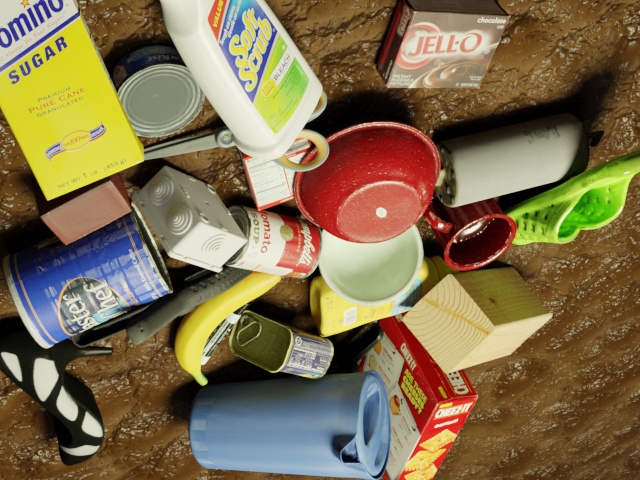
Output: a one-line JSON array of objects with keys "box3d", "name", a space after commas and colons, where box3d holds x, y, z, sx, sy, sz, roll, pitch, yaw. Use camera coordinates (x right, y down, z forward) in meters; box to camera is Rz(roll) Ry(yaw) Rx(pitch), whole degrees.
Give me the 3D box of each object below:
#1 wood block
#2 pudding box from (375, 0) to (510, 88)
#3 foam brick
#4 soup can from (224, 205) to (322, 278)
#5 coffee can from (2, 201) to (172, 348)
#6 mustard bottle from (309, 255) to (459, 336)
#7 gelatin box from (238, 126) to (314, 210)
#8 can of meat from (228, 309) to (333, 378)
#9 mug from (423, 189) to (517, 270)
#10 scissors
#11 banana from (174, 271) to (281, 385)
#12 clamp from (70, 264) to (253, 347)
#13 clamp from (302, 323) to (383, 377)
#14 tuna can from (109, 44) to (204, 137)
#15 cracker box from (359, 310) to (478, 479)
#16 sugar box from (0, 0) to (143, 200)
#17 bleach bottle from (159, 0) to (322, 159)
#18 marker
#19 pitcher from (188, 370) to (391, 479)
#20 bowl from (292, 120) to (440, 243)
[{"box3d": [0.205, 0.097, 1.362, 0.090, 0.091, 0.205, -47, 158, 23], "name": "wood block"}, {"box3d": [0.121, -0.198, 1.067, 0.113, 0.039, 0.090, -5, 137, -25], "name": "pudding box"}, {"box3d": [-0.232, -0.044, 1.038, 0.078, 0.053, 0.051, -27, 142, 3], "name": "foam brick"}, {"box3d": [-0.058, 0.001, 1.176, 0.102, 0.068, 0.069, 11, 129, -38], "name": "soup can"}, {"box3d": [-0.235, 0.035, 1.086, 0.140, 0.103, 0.103, -24, 142, -3], "name": "coffee can"}, {"box3d": [0.083, 0.058, 1.329, 0.191, 0.058, 0.096, -16, 143, -13], "name": "mustard bottle"}, {"box3d": [-0.043, -0.079, 1.121, 0.073, 0.030, 0.089, -20, 142, -5], "name": "gelatin box"}, {"box3d": [-0.047, 0.129, 1.306, 0.083, 0.102, 0.057, 20, 89, -47], "name": "can of meat"}, {"box3d": [0.163, -0.026, 1.256, 0.117, 0.081, 0.093, 8, 131, -36], "name": "mug"}, {"box3d": [-0.079, -0.089, 1.066, 0.201, 0.016, 0.096, -27, 103, 0], "name": "scissors"}, {"box3d": [-0.123, 0.092, 1.265, 0.069, 0.037, 0.198, 19, 124, -29], "name": "banana"}, {"box3d": [-0.155, 0.064, 1.153, 0.209, 0.036, 0.165, -27, -170, -26], "name": "clamp"}, {"box3d": [0.027, 0.166, 1.436, 0.120, 0.039, 0.171, -8, 146, -2], "name": "clamp"}, {"box3d": [-0.152, -0.139, 0.986, 0.086, 0.034, 0.086, -15, 141, -13], "name": "tuna can"}, {"box3d": [0.120, 0.214, 1.446, 0.072, 0.164, 0.214, -7, 139, -25], "name": "cracker box"}, {"box3d": [-0.223, -0.132, 0.887, 0.093, 0.048, 0.176, -24, 117, -3], "name": "sugar box"}, {"box3d": [-0.089, -0.180, 0.933, 0.102, 0.068, 0.250, -58, 142, -14], "name": "bleach bottle"}, {"box3d": [-0.119, 0.107, 1.304, 0.020, 0.020, 0.121, 11, 129, -38], "name": "marker"}, {"box3d": [-0.035, 0.231, 1.356, 0.243, 0.145, 0.149, -4, 153, 21], "name": "pitcher"}, {"box3d": [0.055, -0.047, 1.122, 0.162, 0.055, 0.162, -8, 138, -8], "name": "bowl"}]
